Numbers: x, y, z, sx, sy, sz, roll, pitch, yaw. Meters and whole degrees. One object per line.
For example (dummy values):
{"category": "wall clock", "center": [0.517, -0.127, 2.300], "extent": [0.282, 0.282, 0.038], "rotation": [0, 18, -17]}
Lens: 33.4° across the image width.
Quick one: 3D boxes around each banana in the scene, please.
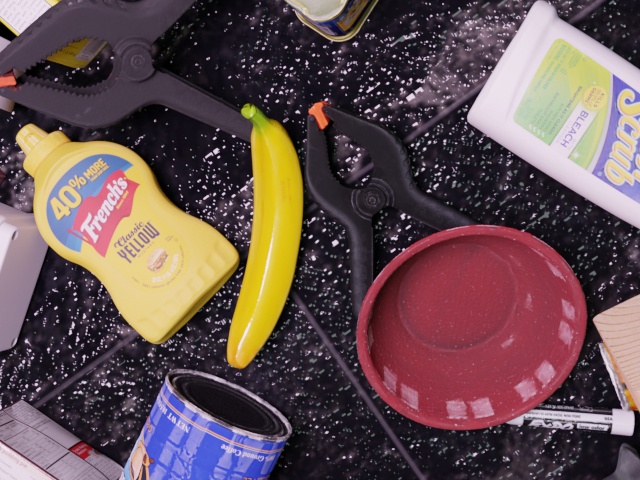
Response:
{"category": "banana", "center": [-0.042, -0.005, 0.793], "extent": [0.037, 0.069, 0.198], "rotation": [14, 107, 41]}

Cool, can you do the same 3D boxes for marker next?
{"category": "marker", "center": [0.169, 0.130, 0.789], "extent": [0.121, 0.020, 0.020], "rotation": [3, 94, 9]}

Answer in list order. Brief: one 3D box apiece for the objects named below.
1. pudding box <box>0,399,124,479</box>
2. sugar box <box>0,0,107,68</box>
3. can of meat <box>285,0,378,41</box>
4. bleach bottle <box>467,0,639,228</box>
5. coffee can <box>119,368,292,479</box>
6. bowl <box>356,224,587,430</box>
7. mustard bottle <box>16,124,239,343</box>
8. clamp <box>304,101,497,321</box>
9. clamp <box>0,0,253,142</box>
{"category": "pudding box", "center": [-0.212, 0.173, 0.818], "extent": [0.113, 0.090, 0.039], "rotation": [31, 97, 6]}
{"category": "sugar box", "center": [-0.243, -0.204, 0.799], "extent": [0.176, 0.093, 0.048], "rotation": [44, 98, 4]}
{"category": "can of meat", "center": [0.018, -0.198, 0.762], "extent": [0.057, 0.084, 0.102], "rotation": [35, 98, 5]}
{"category": "bleach bottle", "center": [0.233, -0.062, 0.747], "extent": [0.251, 0.068, 0.102], "rotation": [31, 98, 4]}
{"category": "coffee can", "center": [-0.096, 0.181, 0.793], "extent": [0.103, 0.102, 0.140], "rotation": [26, 97, 7]}
{"category": "bowl", "center": [0.103, 0.053, 0.761], "extent": [0.162, 0.055, 0.162], "rotation": [-2, 114, -4]}
{"category": "mustard bottle", "center": [-0.159, -0.018, 0.813], "extent": [0.191, 0.058, 0.096], "rotation": [44, 84, 5]}
{"category": "clamp", "center": [0.035, -0.021, 0.793], "extent": [0.120, 0.039, 0.171], "rotation": [-41, 89, 4]}
{"category": "clamp", "center": [-0.128, -0.141, 0.751], "extent": [0.209, 0.036, 0.164], "rotation": [-6, 113, -18]}
